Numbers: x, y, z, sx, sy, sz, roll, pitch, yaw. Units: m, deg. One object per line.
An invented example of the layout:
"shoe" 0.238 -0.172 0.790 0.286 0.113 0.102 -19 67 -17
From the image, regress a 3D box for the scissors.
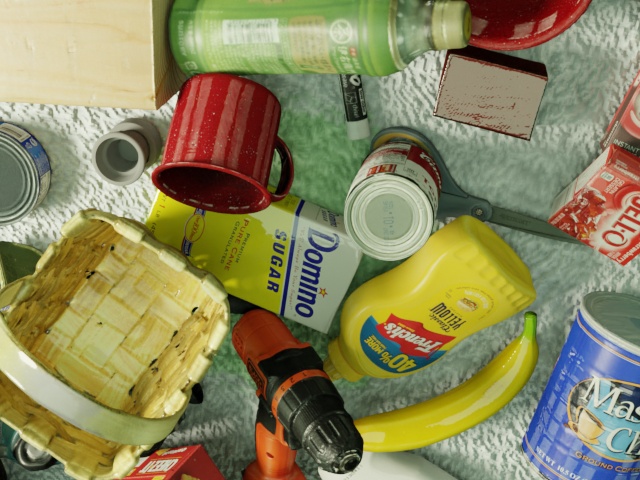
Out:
"scissors" 0.121 -0.043 0.860 0.202 0.016 0.096 2 111 8

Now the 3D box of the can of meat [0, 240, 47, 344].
"can of meat" -0.269 0.060 0.918 0.057 0.102 0.084 18 114 -34

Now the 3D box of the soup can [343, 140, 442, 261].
"soup can" 0.056 -0.032 0.810 0.068 0.102 0.068 3 109 9

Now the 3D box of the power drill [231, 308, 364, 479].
"power drill" -0.019 0.173 0.881 0.057 0.185 0.188 -12 126 -22

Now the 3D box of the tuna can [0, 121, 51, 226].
"tuna can" -0.274 -0.057 0.909 0.086 0.033 0.086 3 111 8

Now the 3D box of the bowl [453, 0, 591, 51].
"bowl" 0.131 -0.219 0.753 0.162 0.055 0.162 19 129 25

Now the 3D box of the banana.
"banana" 0.110 0.133 0.904 0.198 0.037 0.069 -34 107 6

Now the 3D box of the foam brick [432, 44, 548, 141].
"foam brick" 0.128 -0.114 0.812 0.078 0.053 0.051 15 112 4

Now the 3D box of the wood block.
"wood block" -0.216 -0.159 0.831 0.206 0.090 0.090 4 112 7

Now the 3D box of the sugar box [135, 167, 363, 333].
"sugar box" -0.056 0.001 0.889 0.176 0.048 0.093 23 112 1

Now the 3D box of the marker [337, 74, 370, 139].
"marker" 0.021 -0.139 0.838 0.020 0.020 0.121 -7 109 11

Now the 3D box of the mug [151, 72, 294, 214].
"mug" -0.066 -0.071 0.823 0.117 0.081 0.093 24 156 -33

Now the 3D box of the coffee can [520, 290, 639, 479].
"coffee can" 0.234 0.126 0.858 0.103 0.102 0.140 18 113 2

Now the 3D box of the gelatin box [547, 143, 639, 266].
"gelatin box" 0.229 -0.026 0.818 0.073 0.030 0.089 29 146 -4

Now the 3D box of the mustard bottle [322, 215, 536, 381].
"mustard bottle" 0.074 0.063 0.879 0.192 0.058 0.096 -36 126 24
